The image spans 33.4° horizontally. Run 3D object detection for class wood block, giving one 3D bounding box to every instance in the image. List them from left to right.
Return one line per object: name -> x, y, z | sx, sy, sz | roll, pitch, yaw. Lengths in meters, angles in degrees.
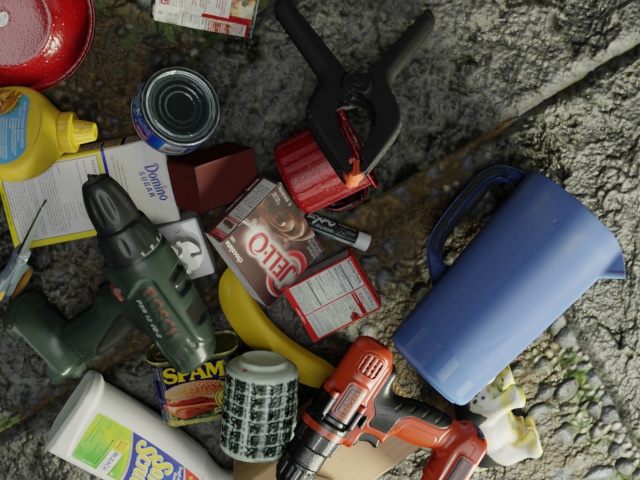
wood block -> 0.009, 0.236, 1.213 | 0.206, 0.090, 0.090 | -37, 108, 9

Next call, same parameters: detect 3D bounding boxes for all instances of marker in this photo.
marker -> -0.003, -0.018, 1.162 | 0.121, 0.020, 0.020 | 21, 106, -11

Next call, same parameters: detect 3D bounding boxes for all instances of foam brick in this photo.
foam brick -> -0.110, -0.065, 1.102 | 0.078, 0.053, 0.051 | -21, 114, -34

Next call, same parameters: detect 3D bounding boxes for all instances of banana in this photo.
banana -> -0.054, 0.100, 1.178 | 0.070, 0.037, 0.197 | -29, 105, 35

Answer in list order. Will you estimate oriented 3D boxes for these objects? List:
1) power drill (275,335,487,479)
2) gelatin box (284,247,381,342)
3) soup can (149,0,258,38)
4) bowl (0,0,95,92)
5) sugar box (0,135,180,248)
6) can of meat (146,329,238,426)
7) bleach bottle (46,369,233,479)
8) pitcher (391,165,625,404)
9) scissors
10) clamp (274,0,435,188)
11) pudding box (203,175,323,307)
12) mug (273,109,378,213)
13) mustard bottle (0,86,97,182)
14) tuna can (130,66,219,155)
power drill -> 0.067, 0.216, 1.126 | 0.187, 0.057, 0.184 | 32, 95, -15
gelatin box -> 0.013, 0.060, 1.184 | 0.089, 0.030, 0.073 | -28, 109, 8
soup can -> -0.112, -0.242, 1.051 | 0.102, 0.068, 0.068 | 9, 108, -7
bowl -> -0.306, -0.219, 1.051 | 0.162, 0.055, 0.162 | -1, 108, -4
sugar box -> -0.241, -0.053, 1.118 | 0.176, 0.048, 0.093 | -11, 109, -4
can of meat -> -0.136, 0.154, 1.192 | 0.102, 0.057, 0.084 | -9, 112, -2
bleach bottle -> -0.179, 0.250, 1.218 | 0.250, 0.068, 0.103 | 31, 106, -16
pitcher -> 0.185, 0.046, 1.130 | 0.243, 0.149, 0.145 | -47, 115, 2
scissors -> -0.316, 0.030, 1.072 | 0.016, 0.202, 0.096 | 41, 61, 2
clamp -> 0.024, -0.154, 1.055 | 0.164, 0.036, 0.210 | 10, 67, -2
pudding box -> -0.057, 0.001, 1.109 | 0.090, 0.039, 0.113 | -47, 131, -15
mug -> 0.008, -0.073, 1.115 | 0.081, 0.093, 0.117 | -26, 137, 9
mustard bottle -> -0.319, -0.106, 1.065 | 0.191, 0.058, 0.096 | -2, 72, 4
tuna can -> -0.146, -0.132, 1.081 | 0.086, 0.034, 0.086 | 6, 77, -25
